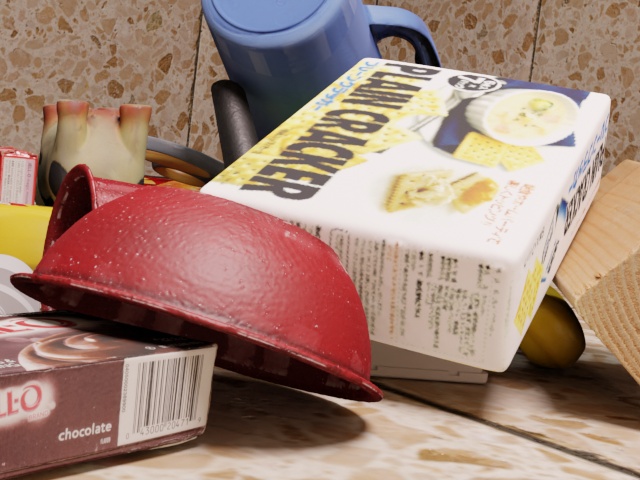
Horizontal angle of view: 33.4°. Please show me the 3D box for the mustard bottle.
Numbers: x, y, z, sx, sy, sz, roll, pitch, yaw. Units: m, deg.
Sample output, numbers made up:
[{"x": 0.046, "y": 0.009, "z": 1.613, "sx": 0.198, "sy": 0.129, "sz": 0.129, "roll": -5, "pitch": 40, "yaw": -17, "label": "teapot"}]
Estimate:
[{"x": -0.224, "y": -0.002, "z": 0.743, "sx": 0.191, "sy": 0.058, "sz": 0.096, "roll": 6, "pitch": -1, "yaw": -2, "label": "mustard bottle"}]

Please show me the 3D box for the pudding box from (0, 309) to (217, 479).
[{"x": -0.107, "y": 0.050, "z": 0.374, "sx": 0.090, "sy": 0.039, "sz": 0.113, "roll": 9, "pitch": 4, "yaw": 38, "label": "pudding box"}]

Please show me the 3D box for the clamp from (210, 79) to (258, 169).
[{"x": -0.055, "y": 0.001, "z": 0.729, "sx": 0.036, "sy": 0.165, "sz": 0.210, "roll": 14, "pitch": 22, "yaw": -41, "label": "clamp"}]

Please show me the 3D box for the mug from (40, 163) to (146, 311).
[{"x": -0.106, "y": 0.017, "z": 0.591, "sx": 0.081, "sy": 0.093, "sz": 0.117, "roll": 10, "pitch": -34, "yaw": -28, "label": "mug"}]

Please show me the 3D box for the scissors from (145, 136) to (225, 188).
[{"x": -0.064, "y": -0.047, "z": 0.904, "sx": 0.201, "sy": 0.016, "sz": 0.096, "roll": 19, "pitch": -11, "yaw": -8, "label": "scissors"}]

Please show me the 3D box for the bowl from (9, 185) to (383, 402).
[{"x": -0.044, "y": 0.019, "z": 0.451, "sx": 0.162, "sy": 0.055, "sz": 0.162, "roll": 17, "pitch": -12, "yaw": 4, "label": "bowl"}]

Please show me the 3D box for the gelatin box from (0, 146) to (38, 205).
[{"x": -0.245, "y": -0.028, "z": 0.835, "sx": 0.030, "sy": 0.089, "sz": 0.073, "roll": 3, "pitch": 6, "yaw": -26, "label": "gelatin box"}]

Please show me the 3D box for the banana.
[{"x": 0.138, "y": 0.047, "z": 0.660, "sx": 0.037, "sy": 0.069, "sz": 0.197, "roll": -25, "pitch": -12, "yaw": 12, "label": "banana"}]

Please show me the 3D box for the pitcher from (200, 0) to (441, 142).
[{"x": 0.000, "y": -0.137, "z": 0.843, "sx": 0.145, "sy": 0.149, "sz": 0.242, "roll": 27, "pitch": -15, "yaw": 21, "label": "pitcher"}]
